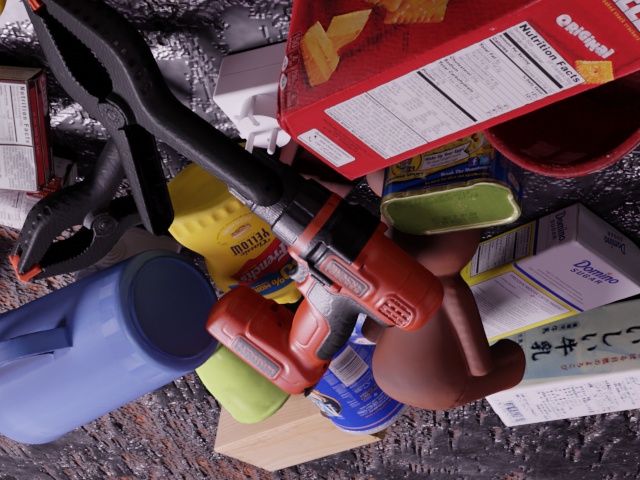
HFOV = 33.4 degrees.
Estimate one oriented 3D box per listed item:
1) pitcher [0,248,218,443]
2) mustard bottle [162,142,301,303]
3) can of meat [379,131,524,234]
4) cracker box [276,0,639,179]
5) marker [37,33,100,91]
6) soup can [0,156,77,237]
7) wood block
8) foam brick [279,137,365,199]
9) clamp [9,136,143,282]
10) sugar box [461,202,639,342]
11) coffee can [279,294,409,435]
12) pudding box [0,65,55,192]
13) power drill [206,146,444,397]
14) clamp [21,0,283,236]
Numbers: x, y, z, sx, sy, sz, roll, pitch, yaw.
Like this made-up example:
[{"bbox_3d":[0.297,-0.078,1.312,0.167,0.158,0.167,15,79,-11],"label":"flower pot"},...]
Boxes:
[{"bbox_3d":[-0.209,0.094,0.948,0.243,0.149,0.145,-26,117,41],"label":"pitcher"},{"bbox_3d":[-0.056,0.001,0.902,0.096,0.058,0.191,-31,144,1],"label":"mustard bottle"},{"bbox_3d":[0.094,-0.055,0.749,0.102,0.084,0.057,-9,145,29],"label":"can of meat"},{"bbox_3d":[0.080,-0.142,0.524,0.214,0.164,0.072,-19,142,41],"label":"cracker box"},{"bbox_3d":[-0.162,-0.107,0.774,0.020,0.020,0.121,-13,128,35],"label":"marker"},{"bbox_3d":[-0.261,-0.045,0.889,0.102,0.068,0.069,13,150,-6],"label":"soup can"},{"bbox_3d":[-0.022,0.188,1.197,0.090,0.091,0.207,27,146,-28],"label":"wood block"},{"bbox_3d":[0.006,-0.067,0.786,0.051,0.053,0.078,19,149,-16],"label":"foam brick"},{"bbox_3d":[-0.170,-0.022,0.863,0.171,0.039,0.120,-40,134,9],"label":"clamp"},{"bbox_3d":[0.178,0.032,0.913,0.093,0.048,0.177,32,141,-29],"label":"sugar box"},{"bbox_3d":[0.018,0.109,1.022,0.103,0.102,0.140,-10,139,31],"label":"coffee can"},{"bbox_3d":[-0.262,-0.087,0.809,0.113,0.039,0.090,5,114,6],"label":"pudding box"},{"bbox_3d":[-0.021,0.031,0.809,0.184,0.057,0.188,39,141,-1],"label":"power drill"},{"bbox_3d":[-0.119,-0.091,0.715,0.165,0.036,0.210,-4,126,48],"label":"clamp"}]
